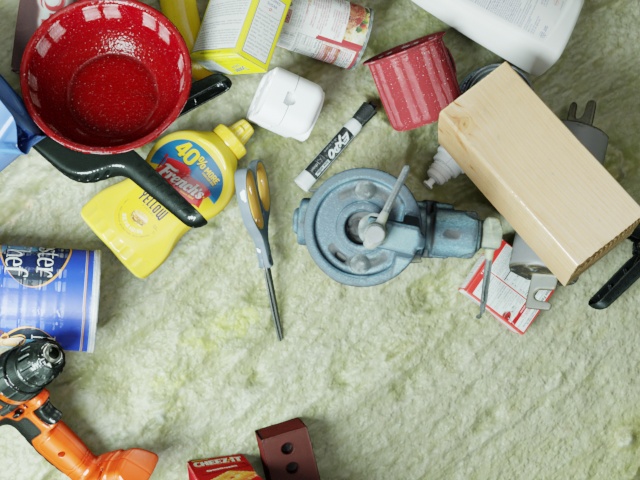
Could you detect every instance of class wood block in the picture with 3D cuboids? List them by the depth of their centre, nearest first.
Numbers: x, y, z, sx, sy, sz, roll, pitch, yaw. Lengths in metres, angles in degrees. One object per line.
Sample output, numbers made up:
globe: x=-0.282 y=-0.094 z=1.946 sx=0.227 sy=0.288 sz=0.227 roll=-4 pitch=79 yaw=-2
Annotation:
wood block: x=0.219 y=-0.066 z=1.085 sx=0.091 sy=0.090 sz=0.206 roll=-38 pitch=75 yaw=-5

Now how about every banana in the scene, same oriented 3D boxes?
banana: x=-0.132 y=-0.257 z=1.095 sx=0.069 sy=0.037 sz=0.198 roll=5 pitch=95 yaw=-4

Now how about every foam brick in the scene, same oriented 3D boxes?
foam brick: x=-0.034 y=0.237 z=1.138 sx=0.053 sy=0.051 sz=0.078 roll=-15 pitch=96 yaw=-11

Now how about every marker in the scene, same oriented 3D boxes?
marker: x=0.018 y=-0.103 z=1.149 sx=0.020 sy=0.020 sz=0.121 roll=43 pitch=84 yaw=-11

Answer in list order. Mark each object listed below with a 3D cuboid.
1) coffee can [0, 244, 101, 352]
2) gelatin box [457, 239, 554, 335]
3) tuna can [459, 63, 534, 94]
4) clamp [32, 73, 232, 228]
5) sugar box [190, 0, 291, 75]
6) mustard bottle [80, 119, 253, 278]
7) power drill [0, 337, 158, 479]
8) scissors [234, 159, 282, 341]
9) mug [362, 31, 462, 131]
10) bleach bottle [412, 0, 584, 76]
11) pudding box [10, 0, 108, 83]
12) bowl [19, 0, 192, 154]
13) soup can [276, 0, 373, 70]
coffee can: x=-0.289 y=0.055 z=1.046 sx=0.140 sy=0.103 sz=0.103 roll=4 pitch=92 yaw=-13
gelatin box: x=0.210 y=0.052 z=1.195 sx=0.089 sy=0.030 sz=0.073 roll=37 pitch=83 yaw=-12
tuna can: x=0.192 y=-0.151 z=1.178 sx=0.086 sy=0.034 sz=0.086 roll=-1 pitch=93 yaw=-13
clamp: x=-0.195 y=-0.089 z=1.059 sx=0.210 sy=0.036 sz=0.164 roll=-1 pitch=69 yaw=4
sugar box: x=-0.065 y=-0.254 z=1.065 sx=0.048 sy=0.094 sz=0.176 roll=28 pitch=78 yaw=-38
mustard bottle: x=-0.144 y=-0.056 z=1.095 sx=0.191 sy=0.058 sz=0.096 roll=-42 pitch=90 yaw=-8
power drill: x=-0.249 y=0.178 z=1.037 sx=0.187 sy=0.185 sz=0.057 roll=46 pitch=48 yaw=-15
scissors: x=-0.057 y=0.001 z=1.131 sx=0.016 sy=0.096 sz=0.202 roll=-5 pitch=126 yaw=12
mug: x=0.109 y=-0.171 z=1.138 sx=0.117 sy=0.093 sz=0.081 roll=-35 pitch=108 yaw=-46
bleach bottle: x=0.154 y=-0.280 z=1.147 sx=0.250 sy=0.068 sz=0.102 roll=29 pitch=67 yaw=-8
pudding box: x=-0.258 y=-0.217 z=1.071 sx=0.090 sy=0.039 sz=0.113 roll=7 pitch=92 yaw=-13
bowl: x=-0.203 y=-0.151 z=1.026 sx=0.162 sy=0.055 sz=0.162 roll=1 pitch=75 yaw=-3
soup can: x=-0.004 y=-0.225 z=1.113 sx=0.102 sy=0.068 sz=0.068 roll=16 pitch=89 yaw=-13
